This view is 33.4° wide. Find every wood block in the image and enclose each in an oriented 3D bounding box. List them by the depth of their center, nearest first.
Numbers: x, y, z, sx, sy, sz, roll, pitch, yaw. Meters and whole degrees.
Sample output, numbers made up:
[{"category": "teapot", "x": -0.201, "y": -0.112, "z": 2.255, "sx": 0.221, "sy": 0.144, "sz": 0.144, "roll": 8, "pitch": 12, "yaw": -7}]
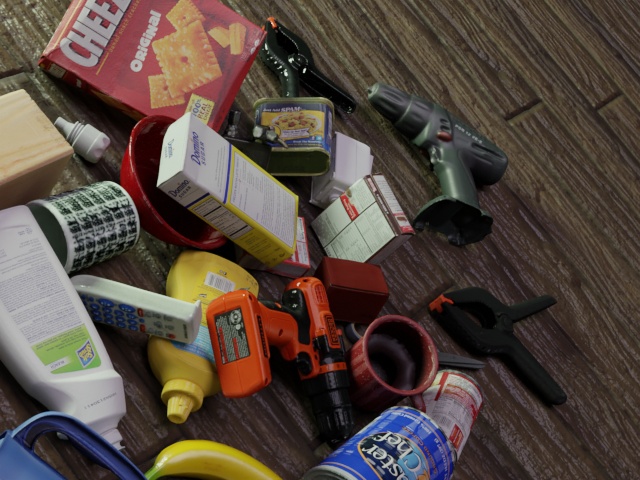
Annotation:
[{"category": "wood block", "x": -0.353, "y": -0.059, "z": 1.026, "sx": 0.090, "sy": 0.091, "sz": 0.205, "roll": 50, "pitch": 43, "yaw": 6}]

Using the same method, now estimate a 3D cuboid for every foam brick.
[{"category": "foam brick", "x": 0.032, "y": 0.059, "z": 1.245, "sx": 0.078, "sy": 0.053, "sz": 0.051, "roll": 10, "pitch": 39, "yaw": -24}]

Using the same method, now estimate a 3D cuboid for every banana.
[{"category": "banana", "x": -0.083, "y": 0.241, "z": 1.046, "sx": 0.197, "sy": 0.037, "sz": 0.069, "roll": 25, "pitch": 64, "yaw": -18}]

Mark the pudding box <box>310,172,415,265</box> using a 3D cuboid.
[{"category": "pudding box", "x": 0.049, "y": -0.014, "z": 1.282, "sx": 0.039, "sy": 0.114, "sz": 0.090, "roll": -10, "pitch": 65, "yaw": -46}]

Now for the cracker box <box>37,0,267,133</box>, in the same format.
[{"category": "cracker box", "x": -0.191, "y": -0.222, "z": 1.236, "sx": 0.213, "sy": 0.072, "sz": 0.164, "roll": 29, "pitch": 80, "yaw": -17}]

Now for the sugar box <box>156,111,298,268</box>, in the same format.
[{"category": "sugar box", "x": -0.098, "y": -0.053, "z": 1.170, "sx": 0.176, "sy": 0.048, "sz": 0.093, "roll": 36, "pitch": 38, "yaw": -32}]

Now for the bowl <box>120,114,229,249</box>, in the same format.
[{"category": "bowl", "x": -0.166, "y": -0.054, "z": 1.168, "sx": 0.162, "sy": 0.055, "sz": 0.162, "roll": 38, "pitch": 37, "yaw": -36}]

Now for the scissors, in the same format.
[{"category": "scissors", "x": 0.116, "y": 0.152, "z": 1.277, "sx": 0.201, "sy": 0.016, "sz": 0.096, "roll": 25, "pitch": 48, "yaw": -19}]

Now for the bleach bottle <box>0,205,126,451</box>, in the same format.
[{"category": "bleach bottle", "x": -0.262, "y": 0.095, "z": 1.000, "sx": 0.102, "sy": 0.068, "sz": 0.251, "roll": -24, "pitch": 79, "yaw": -33}]

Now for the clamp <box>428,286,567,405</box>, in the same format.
[{"category": "clamp", "x": 0.235, "y": 0.107, "z": 1.387, "sx": 0.209, "sy": 0.036, "sz": 0.164, "roll": 27, "pitch": 46, "yaw": -18}]

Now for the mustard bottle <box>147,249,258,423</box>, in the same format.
[{"category": "mustard bottle", "x": -0.126, "y": 0.103, "z": 1.098, "sx": 0.096, "sy": 0.058, "sz": 0.191, "roll": 27, "pitch": 46, "yaw": -17}]

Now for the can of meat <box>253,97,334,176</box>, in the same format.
[{"category": "can of meat", "x": -0.034, "y": -0.128, "z": 1.325, "sx": 0.102, "sy": 0.057, "sz": 0.084, "roll": 0, "pitch": 55, "yaw": 3}]

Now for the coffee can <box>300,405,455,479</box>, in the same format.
[{"category": "coffee can", "x": 0.059, "y": 0.247, "z": 1.097, "sx": 0.140, "sy": 0.103, "sz": 0.103, "roll": -28, "pitch": 78, "yaw": -46}]

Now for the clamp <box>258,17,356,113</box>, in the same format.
[{"category": "clamp", "x": -0.038, "y": -0.225, "z": 1.433, "sx": 0.171, "sy": 0.039, "sz": 0.120, "roll": 50, "pitch": 38, "yaw": 15}]

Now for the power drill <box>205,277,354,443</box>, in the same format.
[{"category": "power drill", "x": -0.035, "y": 0.124, "z": 1.109, "sx": 0.187, "sy": 0.057, "sz": 0.184, "roll": 12, "pitch": 59, "yaw": -60}]

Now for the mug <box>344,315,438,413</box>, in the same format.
[{"category": "mug", "x": 0.077, "y": 0.151, "z": 1.183, "sx": 0.093, "sy": 0.082, "sz": 0.117, "roll": -24, "pitch": 76, "yaw": -34}]

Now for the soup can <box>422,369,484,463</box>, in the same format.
[{"category": "soup can", "x": 0.139, "y": 0.206, "z": 1.216, "sx": 0.068, "sy": 0.069, "sz": 0.102, "roll": 41, "pitch": 43, "yaw": -5}]

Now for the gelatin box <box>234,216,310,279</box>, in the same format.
[{"category": "gelatin box", "x": -0.058, "y": 0.002, "z": 1.250, "sx": 0.089, "sy": 0.030, "sz": 0.073, "roll": 13, "pitch": 50, "yaw": -30}]
